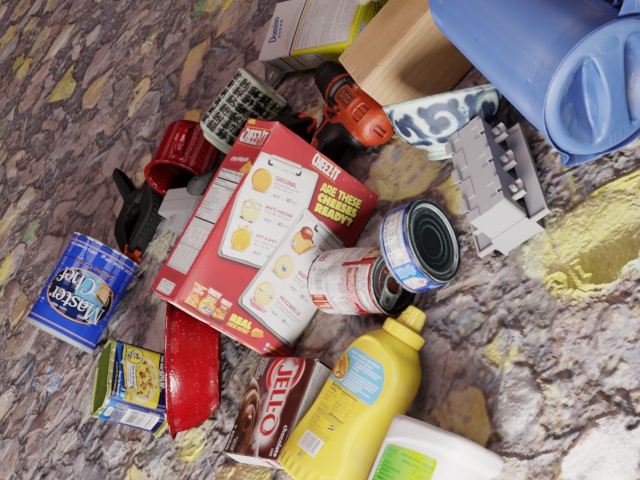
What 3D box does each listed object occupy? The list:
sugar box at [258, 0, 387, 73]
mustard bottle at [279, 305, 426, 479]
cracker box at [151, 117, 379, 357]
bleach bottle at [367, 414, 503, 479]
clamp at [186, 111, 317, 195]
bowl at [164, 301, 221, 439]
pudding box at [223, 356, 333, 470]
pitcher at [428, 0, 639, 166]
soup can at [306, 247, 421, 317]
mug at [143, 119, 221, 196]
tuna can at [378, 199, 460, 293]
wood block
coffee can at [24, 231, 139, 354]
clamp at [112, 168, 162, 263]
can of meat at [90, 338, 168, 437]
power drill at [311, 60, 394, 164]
[{"bbox_3d":[0.002,-0.274,1.389,0.177,0.048,0.093,0,68,49],"label":"sugar box"},{"bbox_3d":[0.040,0.145,0.986,0.191,0.058,0.096,-58,30,-3],"label":"mustard bottle"},{"bbox_3d":[-0.057,0.001,1.138,0.072,0.164,0.213,19,78,54],"label":"cracker box"},{"bbox_3d":[0.054,0.272,0.859,0.103,0.068,0.251,10,72,55],"label":"bleach bottle"},{"bbox_3d":[-0.065,-0.070,1.190,0.171,0.120,0.039,-40,53,-17],"label":"clamp"},{"bbox_3d":[-0.139,0.138,1.180,0.162,0.055,0.162,179,91,-87],"label":"bowl"},{"bbox_3d":[-0.041,0.174,1.082,0.090,0.039,0.113,-6,58,49],"label":"pudding box"},{"bbox_3d":[0.201,-0.196,0.970,0.149,0.144,0.243,-41,42,5],"label":"pitcher"},{"bbox_3d":[0.042,0.041,1.064,0.102,0.068,0.068,-3,60,51],"label":"soup can"},{"bbox_3d":[-0.185,-0.117,1.455,0.117,0.093,0.081,91,-166,-58],"label":"mug"},{"bbox_3d":[0.095,0.005,1.011,0.034,0.086,0.086,-22,46,38],"label":"tuna can"},{"bbox_3d":[0.128,-0.237,1.172,0.206,0.090,0.091,-47,33,14],"label":"wood block"},{"bbox_3d":[-0.329,0.073,1.477,0.103,0.102,0.140,11,71,55],"label":"coffee can"},{"bbox_3d":[-0.255,-0.064,1.559,0.165,0.036,0.210,-34,41,31],"label":"clamp"},{"bbox_3d":[-0.220,0.172,1.260,0.058,0.083,0.102,-50,30,39],"label":"can of meat"},{"bbox_3d":[-0.009,-0.119,1.275,0.188,0.057,0.184,-49,34,11],"label":"power drill"}]
